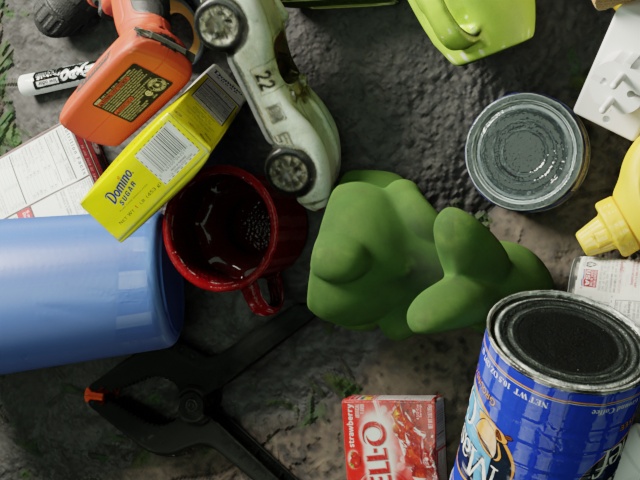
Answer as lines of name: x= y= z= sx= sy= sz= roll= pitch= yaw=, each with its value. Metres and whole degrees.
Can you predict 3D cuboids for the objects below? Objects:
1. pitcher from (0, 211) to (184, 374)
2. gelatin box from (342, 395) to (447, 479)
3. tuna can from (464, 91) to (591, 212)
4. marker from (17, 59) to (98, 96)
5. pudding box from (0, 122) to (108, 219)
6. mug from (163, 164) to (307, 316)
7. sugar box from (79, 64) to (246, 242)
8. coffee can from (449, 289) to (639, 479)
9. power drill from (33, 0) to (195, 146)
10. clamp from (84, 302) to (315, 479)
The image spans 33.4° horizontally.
pitcher: x=-0.233 y=0.047 z=0.841 sx=0.243 sy=0.149 sz=0.145 roll=-6 pitch=102 yaw=3
gelatin box: x=0.056 y=0.162 z=0.803 sx=0.073 sy=0.030 sz=0.089 roll=-3 pitch=91 yaw=21
tuna can: x=0.147 y=-0.062 z=0.759 sx=0.086 sy=0.033 sz=0.086 roll=1 pitch=93 yaw=20
marker: x=-0.197 y=-0.139 z=0.891 sx=0.121 sy=0.020 sz=0.020 roll=-8 pitch=89 yaw=20
pudding box: x=-0.229 y=-0.039 z=0.898 sx=0.114 sy=0.039 sz=0.090 roll=-25 pitch=84 yaw=18
mug: x=-0.055 y=0.001 z=0.811 sx=0.093 sy=0.081 sz=0.117 roll=-25 pitch=83 yaw=19
sugar box: x=-0.109 y=-0.070 z=0.778 sx=0.093 sy=0.176 sz=0.048 roll=-42 pitch=104 yaw=16
coffee can: x=0.144 y=0.118 z=0.684 sx=0.103 sy=0.102 sz=0.140 roll=19 pitch=123 yaw=19
power drill: x=-0.160 y=-0.166 z=0.804 sx=0.185 sy=0.057 sz=0.187 roll=-37 pitch=49 yaw=35
clamp: x=-0.090 y=0.119 z=0.853 sx=0.210 sy=0.036 sz=0.164 roll=9 pitch=95 yaw=20
